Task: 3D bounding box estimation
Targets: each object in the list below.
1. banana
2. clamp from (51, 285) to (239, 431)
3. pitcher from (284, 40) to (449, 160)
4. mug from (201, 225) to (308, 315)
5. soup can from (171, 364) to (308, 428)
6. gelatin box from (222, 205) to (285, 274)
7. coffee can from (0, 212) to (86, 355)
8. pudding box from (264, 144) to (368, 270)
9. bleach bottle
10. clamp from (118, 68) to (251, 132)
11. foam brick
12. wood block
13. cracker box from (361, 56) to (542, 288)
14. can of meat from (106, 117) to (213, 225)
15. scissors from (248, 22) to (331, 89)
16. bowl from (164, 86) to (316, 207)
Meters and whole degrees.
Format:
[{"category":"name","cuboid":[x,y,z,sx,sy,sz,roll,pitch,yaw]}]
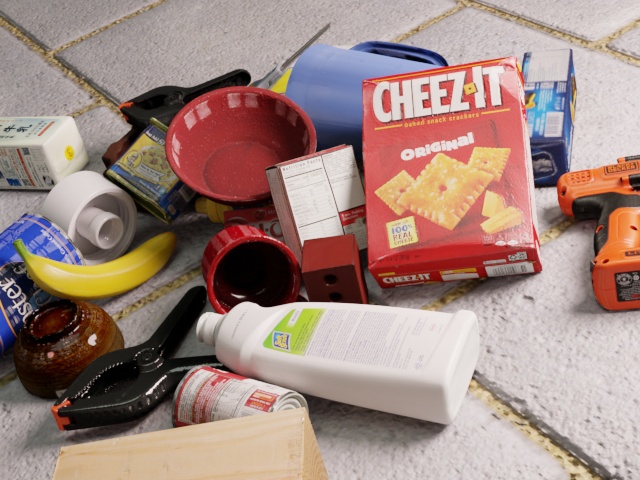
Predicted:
[{"category":"banana","cuboid":[-0.233,0.029,1.146,0.197,0.069,0.037,-3,5,-43]},{"category":"clamp","cuboid":[-0.164,0.119,1.041,0.209,0.036,0.165,-23,34,-16]},{"category":"pitcher","cuboid":[0.094,-0.156,1.235,0.243,0.149,0.144,13,8,30]},{"category":"mug","cuboid":[-0.063,0.037,1.061,0.093,0.117,0.081,-61,19,4]},{"category":"soup can","cuboid":[-0.070,0.153,0.930,0.102,0.068,0.068,11,43,32]},{"category":"gelatin box","cuboid":[-0.058,0.001,1.127,0.089,0.073,0.030,-4,-5,17]},{"category":"coffee can","cuboid":[-0.336,0.051,1.147,0.103,0.103,0.140,14,45,36]},{"category":"pudding box","cuboid":[0.002,-0.033,1.092,0.089,0.113,0.039,-17,4,-24]},{"category":"bleach bottle","cuboid":[0.008,0.093,0.959,0.251,0.068,0.102,9,43,22]},{"category":"clamp","cuboid":[-0.169,-0.174,1.342,0.172,0.039,0.120,6,41,27]},{"category":"foam brick","cuboid":[0.015,0.041,1.040,0.053,0.078,0.051,-9,34,10]},{"category":"wood block","cuboid":[-0.102,0.208,0.848,0.206,0.091,0.090,-11,35,9]},{"category":"cracker box","cuboid":[0.128,-0.068,1.069,0.164,0.072,0.213,-7,68,14]},{"category":"can of meat","cuboid":[-0.181,-0.078,1.221,0.102,0.057,0.084,34,76,26]},{"category":"scissors","cuboid":[-0.062,-0.219,1.404,0.202,0.016,0.096,-43,16,10]},{"category":"bowl","cuboid":[-0.085,-0.091,1.154,0.162,0.055,0.162,0,54,-1]}]
